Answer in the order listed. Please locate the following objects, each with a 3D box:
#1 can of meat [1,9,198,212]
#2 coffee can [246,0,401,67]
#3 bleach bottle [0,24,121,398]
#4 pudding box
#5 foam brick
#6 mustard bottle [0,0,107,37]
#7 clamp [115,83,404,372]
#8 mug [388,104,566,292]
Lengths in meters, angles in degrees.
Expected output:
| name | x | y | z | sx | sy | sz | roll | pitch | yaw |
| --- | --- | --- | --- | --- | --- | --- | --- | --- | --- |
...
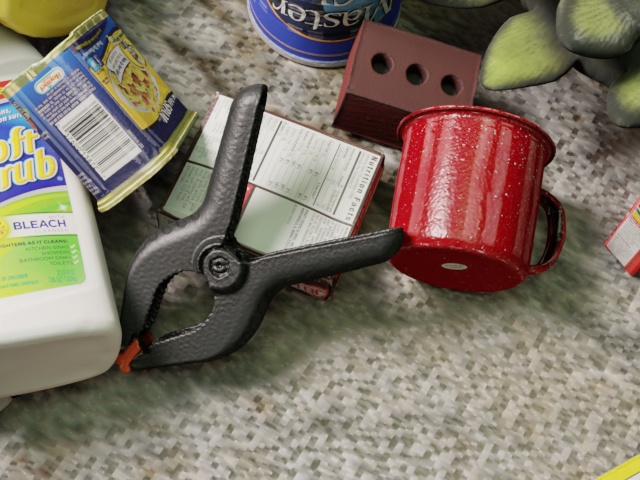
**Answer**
| name | x | y | z | sx | sy | sz | roll | pitch | yaw |
| --- | --- | --- | --- | --- | --- | --- | --- | --- | --- |
| can of meat | -0.122 | -0.076 | 0.600 | 0.057 | 0.102 | 0.084 | -35 | 106 | 17 |
| coffee can | 0.006 | -0.186 | 0.647 | 0.102 | 0.140 | 0.103 | 1 | 67 | -3 |
| bleach bottle | -0.188 | -0.037 | 0.606 | 0.102 | 0.068 | 0.251 | -9 | 59 | -23 |
| pudding box | -0.028 | -0.027 | 0.634 | 0.113 | 0.039 | 0.090 | 22 | 68 | 4 |
| foam brick | 0.052 | -0.090 | 0.652 | 0.078 | 0.051 | 0.053 | 16 | 70 | -6 |
| mustard bottle | -0.227 | -0.195 | 0.666 | 0.192 | 0.058 | 0.096 | 35 | 26 | 19 |
| clamp | -0.054 | 0.001 | 0.584 | 0.171 | 0.039 | 0.120 | -35 | 84 | 6 |
| mug | 0.093 | -0.016 | 0.616 | 0.117 | 0.093 | 0.081 | 21 | 69 | -26 |
